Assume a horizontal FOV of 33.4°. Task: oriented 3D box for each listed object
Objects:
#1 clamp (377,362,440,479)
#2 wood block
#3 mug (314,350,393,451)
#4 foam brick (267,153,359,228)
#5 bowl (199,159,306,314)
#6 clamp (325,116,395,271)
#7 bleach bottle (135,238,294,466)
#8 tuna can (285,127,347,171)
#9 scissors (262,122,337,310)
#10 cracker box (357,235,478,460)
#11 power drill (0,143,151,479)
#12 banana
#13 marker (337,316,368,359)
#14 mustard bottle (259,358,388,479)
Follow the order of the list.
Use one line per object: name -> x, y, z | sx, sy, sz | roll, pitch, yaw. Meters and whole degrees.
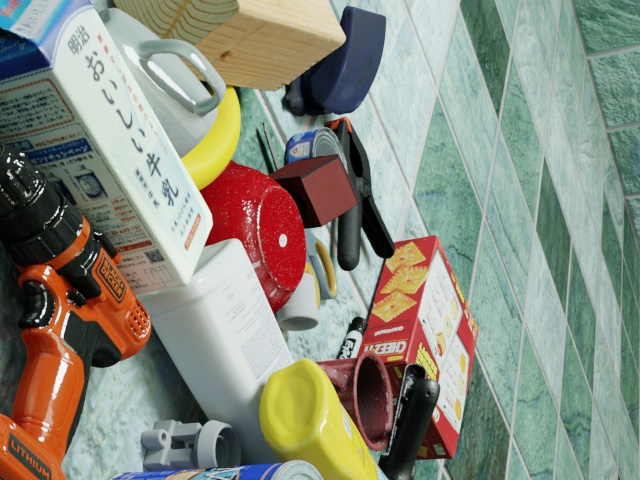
clamp -> 0.075, 0.219, 1.034 | 0.164, 0.036, 0.210 | 90, 15, -82
wood block -> -0.071, -0.190, 0.894 | 0.090, 0.091, 0.205 | 61, 22, 9
mug -> 0.009, 0.147, 0.992 | 0.117, 0.082, 0.093 | 49, 39, -50
foam brick -> -0.013, -0.044, 0.995 | 0.051, 0.078, 0.053 | -33, 106, -31
bowl -> -0.056, 0.001, 0.932 | 0.162, 0.055, 0.162 | 32, 53, -59
clamp -> 0.042, -0.049, 1.187 | 0.120, 0.039, 0.171 | 8, 74, -67
bleach bottle -> -0.050, 0.130, 0.839 | 0.251, 0.068, 0.102 | 66, 30, -13
tuna can -> -0.003, -0.072, 1.100 | 0.086, 0.034, 0.086 | 34, 52, -59
scissors -> -0.028, -0.008, 1.045 | 0.096, 0.016, 0.201 | -71, 144, -46
cracker box -> 0.117, 0.124, 1.255 | 0.164, 0.072, 0.213 | 63, 31, -32
power drill -> -0.176, 0.059, 0.641 | 0.187, 0.057, 0.184 | -76, 147, -41
banana -> -0.104, -0.082, 0.883 | 0.069, 0.037, 0.197 | 39, 37, -17
marker -> 0.029, 0.121, 1.123 | 0.121, 0.020, 0.020 | -65, 139, -52
mustard bottle -> 0.021, 0.185, 0.809 | 0.191, 0.058, 0.096 | 59, 7, -30
